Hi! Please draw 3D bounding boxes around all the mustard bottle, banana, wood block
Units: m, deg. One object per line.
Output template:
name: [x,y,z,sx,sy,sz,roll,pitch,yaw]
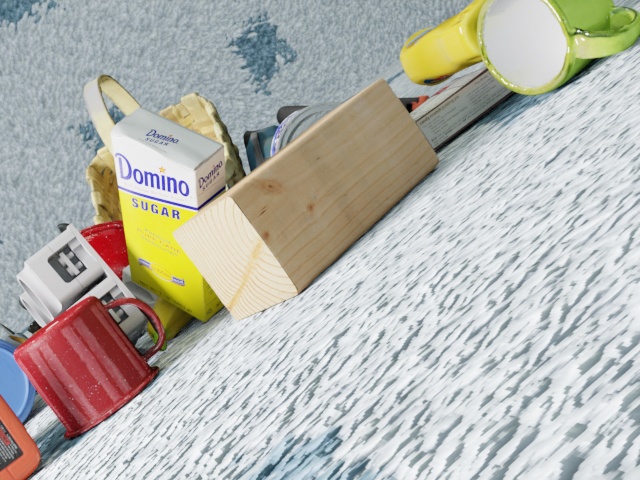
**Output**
mustard bottle: [0.131,-0.191,1.040,0.096,0.058,0.192,-32,8,-21]
banana: [-0.099,0.040,1.011,0.070,0.037,0.197,16,48,42]
wood block: [-0.006,-0.036,0.867,0.091,0.090,0.205,-26,12,49]

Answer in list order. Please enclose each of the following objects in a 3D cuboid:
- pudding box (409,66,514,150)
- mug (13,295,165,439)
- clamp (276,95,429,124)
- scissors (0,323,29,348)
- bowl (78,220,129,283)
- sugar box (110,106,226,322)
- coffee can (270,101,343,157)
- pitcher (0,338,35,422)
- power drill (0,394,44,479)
pudding box: [0.123,-0.123,1.034,0.113,0.039,0.090,-39,9,-15]
mug: [-0.181,0.092,0.857,0.117,0.081,0.093,-35,8,-3]
clamp: [0.053,-0.148,1.268,0.164,0.036,0.210,2,0,-24]
scissors: [-0.337,0.127,1.264,0.016,0.096,0.202,-66,15,-6]
bowl: [-0.231,0.054,1.204,0.162,0.162,0.055,-34,48,8]
sugar box: [-0.125,-0.019,0.911,0.048,0.093,0.176,-45,-31,-35]
coffee can: [0.003,-0.087,1.078,0.103,0.103,0.140,-35,8,-1]
pitcher: [-0.408,0.176,1.167,0.243,0.144,0.149,-18,61,56]
power drill: [-0.298,0.125,0.849,0.057,0.184,0.188,-38,18,-22]
